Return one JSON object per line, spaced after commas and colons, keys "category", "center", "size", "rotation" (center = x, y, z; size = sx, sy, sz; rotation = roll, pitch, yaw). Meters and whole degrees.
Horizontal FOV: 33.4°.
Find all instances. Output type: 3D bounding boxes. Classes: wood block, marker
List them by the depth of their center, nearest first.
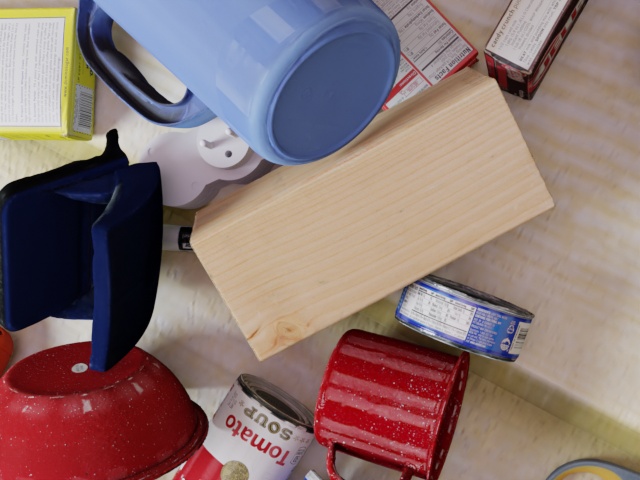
{"category": "wood block", "center": [0.030, -0.020, 0.684], "size": [0.206, 0.090, 0.091], "rotation": [-28, 105, 3]}
{"category": "marker", "center": [-0.055, 0.001, 0.755], "size": [0.121, 0.020, 0.020], "rotation": [3, 89, 11]}

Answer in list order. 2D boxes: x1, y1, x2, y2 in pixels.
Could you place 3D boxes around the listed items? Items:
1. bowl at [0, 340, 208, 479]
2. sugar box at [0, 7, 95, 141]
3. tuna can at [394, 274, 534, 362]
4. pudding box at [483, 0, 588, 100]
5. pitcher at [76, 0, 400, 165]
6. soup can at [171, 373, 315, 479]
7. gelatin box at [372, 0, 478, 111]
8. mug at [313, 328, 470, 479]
{"category": "bowl", "center": [-0.155, 0.107, 0.694], "size": [0.162, 0.162, 0.055], "rotation": [-1, 107, 10]}
{"category": "sugar box", "center": [-0.255, -0.121, 0.783], "size": [0.176, 0.048, 0.093], "rotation": [2, 88, 14]}
{"category": "tuna can", "center": [0.093, 0.049, 0.692], "size": [0.086, 0.086, 0.034], "rotation": [20, 94, 10]}
{"category": "pudding box", "center": [0.147, -0.152, 0.686], "size": [0.039, 0.090, 0.113], "rotation": [28, 93, 10]}
{"category": "pitcher", "center": [-0.067, -0.148, 0.669], "size": [0.145, 0.149, 0.243], "rotation": [-34, 58, -14]}
{"category": "soup can", "center": [-0.054, 0.151, 0.726], "size": [0.068, 0.068, 0.102], "rotation": [33, 93, 10]}
{"category": "gelatin box", "center": [0.053, -0.132, 0.734], "size": [0.073, 0.030, 0.089], "rotation": [-43, 83, 5]}
{"category": "mug", "center": [0.042, 0.115, 0.693], "size": [0.081, 0.093, 0.117], "rotation": [15, 60, 15]}
